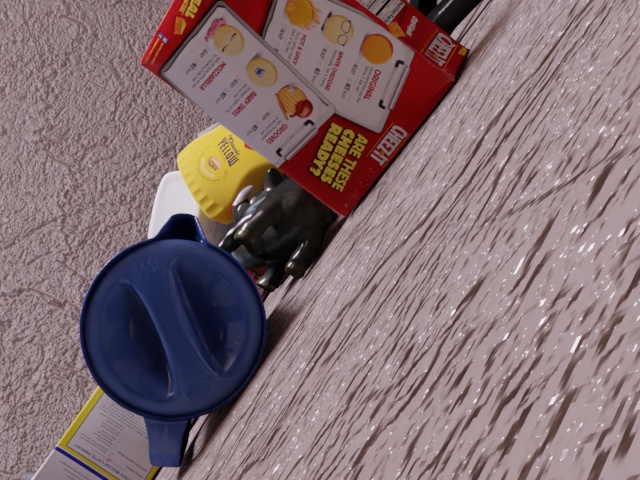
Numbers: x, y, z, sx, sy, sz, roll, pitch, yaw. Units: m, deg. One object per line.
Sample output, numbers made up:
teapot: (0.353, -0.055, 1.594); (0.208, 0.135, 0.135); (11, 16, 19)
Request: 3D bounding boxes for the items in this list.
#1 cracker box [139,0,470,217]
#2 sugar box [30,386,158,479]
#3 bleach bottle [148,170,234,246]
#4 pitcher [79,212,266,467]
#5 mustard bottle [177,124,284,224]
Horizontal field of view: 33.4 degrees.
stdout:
cracker box: (-0.015, -0.147, 0.851); (0.164, 0.213, 0.072); (-52, 3, 38)
sugar box: (-0.200, 0.205, 0.998); (0.176, 0.093, 0.048); (-57, 3, -35)
bleach bottle: (-0.112, -0.006, 1.304); (0.250, 0.068, 0.102); (29, -112, -62)
pitcher: (-0.111, 0.078, 0.872); (0.149, 0.145, 0.243); (-42, -1, -4)
mustard bottle: (-0.060, -0.109, 1.131); (0.192, 0.096, 0.058); (-39, -27, 17)
